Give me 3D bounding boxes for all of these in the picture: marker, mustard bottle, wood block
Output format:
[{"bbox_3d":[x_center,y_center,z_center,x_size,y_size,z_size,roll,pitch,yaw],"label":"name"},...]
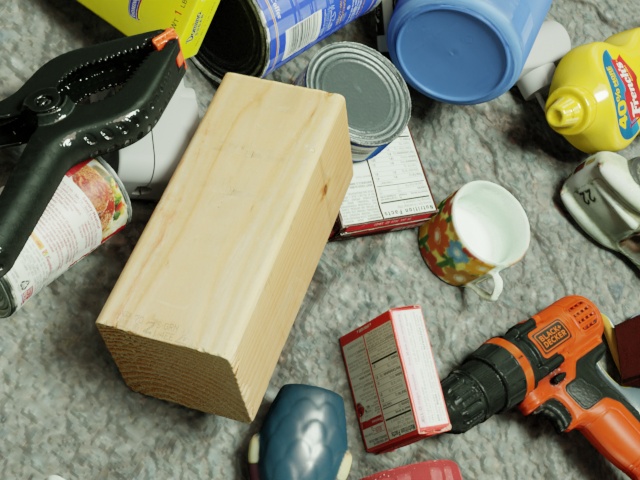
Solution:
[{"bbox_3d":[0.053,-0.186,0.869,0.020,0.020,0.121,-11,103,-32],"label":"marker"},{"bbox_3d":[0.247,-0.126,0.927,0.191,0.058,0.096,-24,102,-47],"label":"mustard bottle"},{"bbox_3d":[-0.054,0.001,0.699,0.090,0.091,0.206,13,58,16],"label":"wood block"}]

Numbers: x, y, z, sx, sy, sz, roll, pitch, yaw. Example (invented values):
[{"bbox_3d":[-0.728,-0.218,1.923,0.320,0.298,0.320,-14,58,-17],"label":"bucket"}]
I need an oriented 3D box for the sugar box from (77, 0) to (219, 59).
[{"bbox_3d":[-0.146,-0.207,0.725,0.176,0.093,0.048,34,32,6],"label":"sugar box"}]

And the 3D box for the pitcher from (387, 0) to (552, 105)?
[{"bbox_3d":[0.130,-0.232,0.874,0.149,0.145,0.242,12,50,16],"label":"pitcher"}]

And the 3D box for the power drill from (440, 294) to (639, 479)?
[{"bbox_3d":[0.187,0.145,0.791,0.184,0.057,0.188,-28,74,-33],"label":"power drill"}]

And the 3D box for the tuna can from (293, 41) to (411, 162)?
[{"bbox_3d":[0.022,-0.101,0.787,0.086,0.034,0.086,11,64,-23],"label":"tuna can"}]

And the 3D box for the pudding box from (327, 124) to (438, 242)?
[{"bbox_3d":[0.031,-0.060,0.821,0.089,0.039,0.113,-9,76,-30],"label":"pudding box"}]

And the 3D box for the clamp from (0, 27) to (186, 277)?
[{"bbox_3d":[-0.175,-0.073,0.659,0.165,0.036,0.209,28,56,30],"label":"clamp"}]

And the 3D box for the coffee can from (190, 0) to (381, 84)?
[{"bbox_3d":[-0.031,-0.190,0.804,0.140,0.103,0.103,-39,90,-34],"label":"coffee can"}]

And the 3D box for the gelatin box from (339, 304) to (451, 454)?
[{"bbox_3d":[0.051,0.098,0.743,0.030,0.073,0.089,-4,72,-30],"label":"gelatin box"}]

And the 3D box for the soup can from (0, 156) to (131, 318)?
[{"bbox_3d":[-0.178,-0.007,0.668,0.068,0.069,0.102,48,56,-3],"label":"soup can"}]
